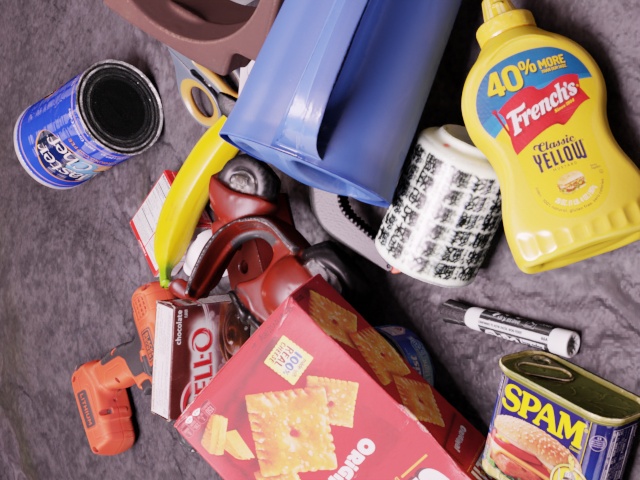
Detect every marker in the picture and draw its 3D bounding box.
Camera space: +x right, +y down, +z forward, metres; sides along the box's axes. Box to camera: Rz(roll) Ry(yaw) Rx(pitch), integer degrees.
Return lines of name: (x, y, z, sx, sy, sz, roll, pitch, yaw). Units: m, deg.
marker: (0.137, 0.064, 0.793, 0.121, 0.020, 0.020, 13, 103, 46)

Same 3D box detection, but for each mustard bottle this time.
mustard bottle: (0.149, -0.081, 0.720, 0.096, 0.058, 0.191, -19, 75, 6)

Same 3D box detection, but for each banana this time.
banana: (-0.112, -0.051, 1.017, 0.070, 0.037, 0.198, 30, 96, 47)

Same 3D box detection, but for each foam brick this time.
foam brick: (-0.056, 0.001, 0.974, 0.053, 0.051, 0.078, -26, 75, 46)

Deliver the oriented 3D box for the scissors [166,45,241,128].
scissors: (-0.149, -0.184, 1.039, 0.202, 0.016, 0.096, 37, 134, 18)

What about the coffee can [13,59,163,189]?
coffee can: (-0.248, -0.121, 1.134, 0.141, 0.102, 0.103, -18, 80, 47)

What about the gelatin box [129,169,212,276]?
gelatin box: (-0.153, -0.017, 1.094, 0.089, 0.030, 0.073, -49, 58, 36)

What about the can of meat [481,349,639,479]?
can of meat: (0.166, 0.136, 0.742, 0.102, 0.057, 0.084, 27, 115, 43)

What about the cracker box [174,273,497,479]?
cracker box: (0.013, 0.159, 0.823, 0.214, 0.072, 0.164, 45, 117, 6)

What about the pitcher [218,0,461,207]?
pitcher: (0.032, -0.155, 0.756, 0.149, 0.144, 0.243, 20, 88, 52)

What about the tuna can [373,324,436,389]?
tuna can: (0.054, 0.112, 0.878, 0.086, 0.033, 0.086, 6, 98, 47)

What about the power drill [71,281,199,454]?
power drill: (-0.186, 0.160, 1.129, 0.188, 0.057, 0.184, -38, 62, 39)

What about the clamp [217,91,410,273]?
clamp: (0.029, -0.075, 0.862, 0.165, 0.036, 0.210, -34, 83, 19)

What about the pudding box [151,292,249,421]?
pudding box: (-0.114, 0.110, 1.019, 0.039, 0.089, 0.113, 10, 100, 47)
